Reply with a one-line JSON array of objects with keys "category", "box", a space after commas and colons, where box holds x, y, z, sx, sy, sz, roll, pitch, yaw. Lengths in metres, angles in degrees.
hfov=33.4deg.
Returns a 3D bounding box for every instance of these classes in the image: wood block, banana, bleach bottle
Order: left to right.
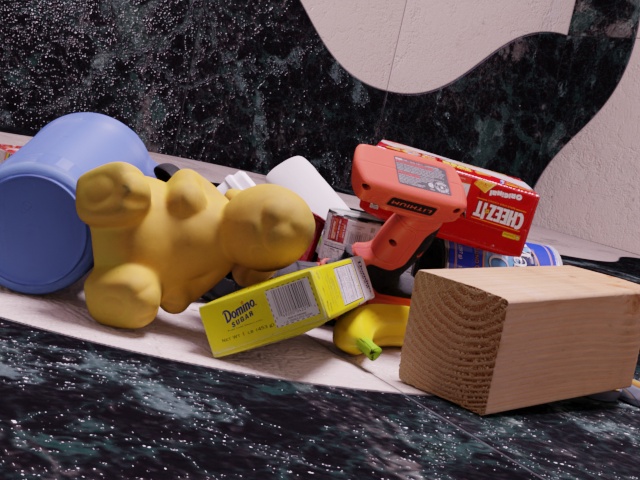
[{"category": "bleach bottle", "box": [0.020, -0.006, 1.224, 0.251, 0.068, 0.102, 47, -12, 52]}, {"category": "banana", "box": [0.062, 0.082, 0.930, 0.070, 0.037, 0.197, 37, 18, 25]}, {"category": "wood block", "box": [0.169, 0.074, 0.861, 0.205, 0.091, 0.090, -1, 14, -44]}]

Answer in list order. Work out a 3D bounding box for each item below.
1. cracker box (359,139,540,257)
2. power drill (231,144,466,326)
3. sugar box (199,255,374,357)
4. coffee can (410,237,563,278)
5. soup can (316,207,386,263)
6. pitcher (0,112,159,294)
[{"category": "cracker box", "box": [0.129, -0.048, 1.104, 0.164, 0.072, 0.213, 17, 8, 3]}, {"category": "power drill", "box": [0.031, 0.002, 0.948, 0.184, 0.188, 0.057, 10, 45, -19]}, {"category": "sugar box", "box": [-0.021, 0.048, 0.843, 0.093, 0.048, 0.176, -18, 1, 13]}, {"category": "coffee can", "box": [0.183, 0.044, 1.187, 0.140, 0.103, 0.103, 11, 6, -15]}, {"category": "soup can", "box": [0.029, 0.024, 1.062, 0.068, 0.102, 0.068, 12, 6, -2]}, {"category": "pitcher", "box": [-0.237, -0.033, 0.941, 0.145, 0.149, 0.243, 44, 9, -9]}]
